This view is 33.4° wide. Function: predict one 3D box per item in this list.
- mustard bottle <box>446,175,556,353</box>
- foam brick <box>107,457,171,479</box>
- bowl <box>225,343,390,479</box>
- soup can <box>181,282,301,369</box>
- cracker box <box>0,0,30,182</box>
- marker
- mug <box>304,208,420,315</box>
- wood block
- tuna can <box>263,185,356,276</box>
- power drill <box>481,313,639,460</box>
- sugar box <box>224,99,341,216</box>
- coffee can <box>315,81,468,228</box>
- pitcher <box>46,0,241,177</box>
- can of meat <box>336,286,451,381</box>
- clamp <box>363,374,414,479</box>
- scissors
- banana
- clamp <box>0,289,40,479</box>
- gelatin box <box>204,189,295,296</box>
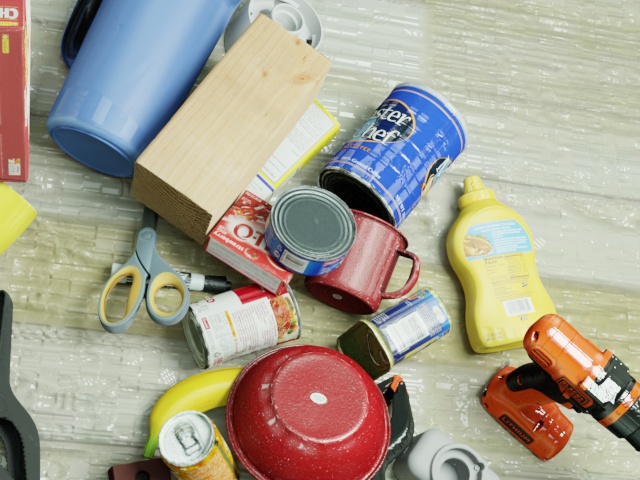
[{"bbox_3d":[0.187,0.021,1.150,0.096,0.058,0.191,-9,74,-16],"label":"mustard bottle"},{"bbox_3d":[-0.163,0.243,0.981,0.053,0.051,0.078,-7,73,-18],"label":"foam brick"},{"bbox_3d":[-0.006,0.157,0.995,0.162,0.055,0.162,6,55,-10],"label":"bowl"},{"bbox_3d":[-0.078,0.081,1.052,0.102,0.069,0.068,-17,77,-19],"label":"soup can"},{"bbox_3d":[-0.306,-0.182,0.987,0.072,0.164,0.214,-1,42,-14],"label":"cracker box"},{"bbox_3d":[-0.150,0.039,1.074,0.121,0.020,0.020,7,70,-12],"label":"marker"},{"bbox_3d":[0.044,0.027,1.087,0.117,0.093,0.081,15,70,22],"label":"mug"},{"bbox_3d":[-0.088,-0.111,1.056,0.090,0.091,0.206,35,68,2],"label":"wood block"},{"bbox_3d":[-0.011,-0.009,1.027,0.086,0.034,0.086,10,55,-14],"label":"tuna can"},{"bbox_3d":[0.250,0.163,1.047,0.184,0.188,0.057,44,64,5],"label":"power drill"},{"bbox_3d":[-0.069,-0.092,1.128,0.093,0.048,0.176,44,70,3],"label":"sugar box"},{"bbox_3d":[0.077,-0.085,1.133,0.103,0.103,0.140,41,66,1],"label":"coffee can"},{"bbox_3d":[-0.190,-0.193,1.096,0.145,0.149,0.242,30,69,-20],"label":"pitcher"},{"bbox_3d":[0.075,0.095,1.071,0.083,0.102,0.057,-27,81,-24],"label":"can of meat"},{"bbox_3d":[0.047,0.208,1.036,0.120,0.039,0.171,29,63,28],"label":"clamp"},{"bbox_3d":[-0.156,0.008,1.055,0.096,0.016,0.201,12,57,13],"label":"scissors"},{"bbox_3d":[-0.084,0.157,1.044,0.197,0.037,0.069,-10,96,-16],"label":"banana"},{"bbox_3d":[-0.307,0.149,0.945,0.036,0.164,0.210,-22,83,25],"label":"clamp"},{"bbox_3d":[-0.057,0.001,1.046,0.089,0.030,0.073,31,52,5],"label":"gelatin box"}]
